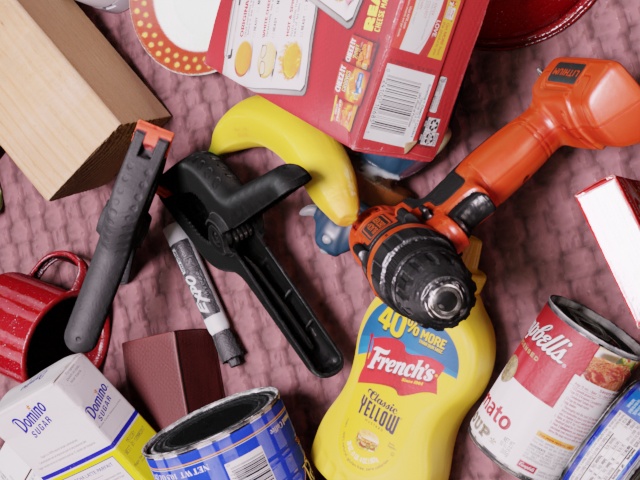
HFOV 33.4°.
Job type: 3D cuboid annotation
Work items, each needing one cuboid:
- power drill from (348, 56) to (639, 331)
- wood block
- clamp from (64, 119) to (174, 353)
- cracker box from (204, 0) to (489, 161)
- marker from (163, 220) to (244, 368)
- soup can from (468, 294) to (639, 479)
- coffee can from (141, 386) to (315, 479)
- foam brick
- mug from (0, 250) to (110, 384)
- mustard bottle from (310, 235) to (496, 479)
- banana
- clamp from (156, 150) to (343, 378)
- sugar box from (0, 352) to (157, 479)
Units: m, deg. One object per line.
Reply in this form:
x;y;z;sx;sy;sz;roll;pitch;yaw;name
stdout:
0.103;-0.029;0.624;0.187;0.184;0.057;-38;105;0;power drill
-0.226;-0.141;0.824;0.090;0.090;0.206;-42;87;21;wood block
-0.147;-0.002;0.776;0.039;0.120;0.172;15;125;-9;clamp
0.016;-0.160;0.680;0.214;0.072;0.164;37;114;53;cracker box
-0.089;0.042;0.820;0.020;0.020;0.121;-31;77;24;marker
0.147;0.094;0.669;0.069;0.068;0.102;36;106;23;soup can
-0.048;0.186;0.736;0.103;0.102;0.140;-20;96;26;coffee can
-0.111;0.109;0.815;0.053;0.051;0.078;-12;85;28;foam brick
-0.226;0.062;0.858;0.082;0.093;0.117;17;81;31;mug
0.065;0.085;0.717;0.096;0.058;0.192;29;103;37;mustard bottle
-0.025;-0.064;0.744;0.198;0.037;0.070;24;114;55;banana
-0.055;0.001;0.760;0.210;0.036;0.164;26;136;51;clamp
-0.155;0.169;0.792;0.093;0.048;0.176;-28;106;35;sugar box
